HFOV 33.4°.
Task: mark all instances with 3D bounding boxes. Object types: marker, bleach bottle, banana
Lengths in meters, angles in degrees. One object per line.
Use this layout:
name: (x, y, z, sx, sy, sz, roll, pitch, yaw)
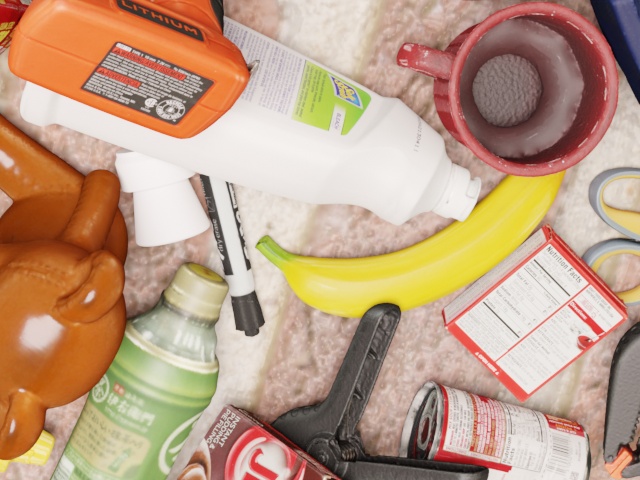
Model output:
marker: (-0.054, 0.001, 0.644, 0.020, 0.020, 0.121, -13, 103, -3)
bleach bottle: (-0.028, -0.065, 0.592, 0.250, 0.102, 0.068, 23, 136, -10)
banana: (0.064, 0.003, 0.647, 0.198, 0.037, 0.069, -18, 104, -2)

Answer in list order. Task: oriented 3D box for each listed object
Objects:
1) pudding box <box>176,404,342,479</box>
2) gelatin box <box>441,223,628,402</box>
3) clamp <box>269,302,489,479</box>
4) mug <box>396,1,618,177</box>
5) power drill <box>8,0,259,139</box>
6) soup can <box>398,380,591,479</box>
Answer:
pudding box: (-0.047, 0.164, 0.615, 0.039, 0.090, 0.113, 37, 83, -48)
gelatin box: (0.132, 0.045, 0.660, 0.073, 0.030, 0.089, 44, 107, -13)
clamp: (0.019, 0.133, 0.635, 0.039, 0.120, 0.172, 6, 133, -48)
mug: (0.099, -0.089, 0.606, 0.117, 0.081, 0.093, 13, 98, -7)
power drill: (-0.103, -0.150, 0.512, 0.184, 0.187, 0.057, 18, 139, -30)
soup can: (0.107, 0.133, 0.664, 0.102, 0.068, 0.068, 16, 100, -9)
